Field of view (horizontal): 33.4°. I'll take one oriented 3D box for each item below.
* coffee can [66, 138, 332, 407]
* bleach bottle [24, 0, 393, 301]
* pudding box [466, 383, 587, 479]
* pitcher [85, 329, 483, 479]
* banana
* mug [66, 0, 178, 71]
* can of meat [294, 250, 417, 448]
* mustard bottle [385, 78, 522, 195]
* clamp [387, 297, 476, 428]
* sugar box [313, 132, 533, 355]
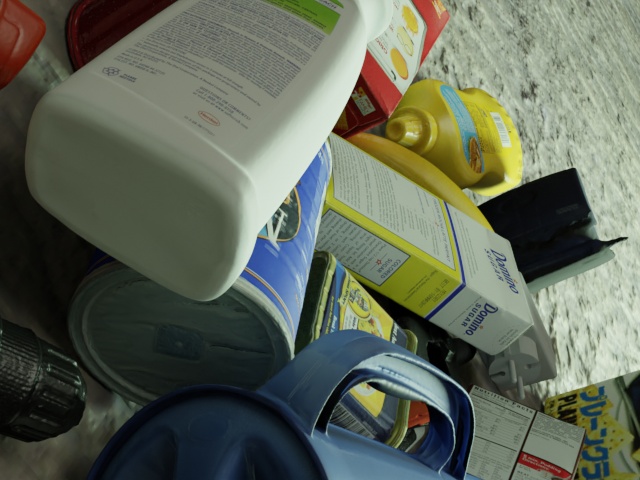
[{"bbox_3d":[-0.053,0.001,0.523,0.102,0.103,0.140,48,34,-29],"label":"coffee can"},{"bbox_3d":[-0.022,-0.081,0.495,0.102,0.068,0.250,30,42,8],"label":"bleach bottle"},{"bbox_3d":[0.125,0.151,0.721,0.113,0.090,0.039,-41,148,-61],"label":"pudding box"},{"bbox_3d":[0.017,0.143,0.498,0.242,0.149,0.145,26,48,-53],"label":"pitcher"},{"bbox_3d":[0.088,-0.009,0.795,0.197,0.070,0.037,55,28,-19],"label":"banana"},{"bbox_3d":[-0.073,-0.116,0.599,0.093,0.082,0.117,62,30,-6],"label":"mug"},{"bbox_3d":[0.007,0.068,0.620,0.084,0.058,0.102,47,34,-26],"label":"can of meat"},{"bbox_3d":[0.106,-0.086,0.893,0.191,0.058,0.096,-3,73,-59],"label":"mustard bottle"},{"bbox_3d":[0.076,0.077,0.734,0.120,0.039,0.171,46,27,-24],"label":"clamp"},{"bbox_3d":[0.057,0.001,0.705,0.176,0.048,0.093,32,30,-25],"label":"sugar box"}]
